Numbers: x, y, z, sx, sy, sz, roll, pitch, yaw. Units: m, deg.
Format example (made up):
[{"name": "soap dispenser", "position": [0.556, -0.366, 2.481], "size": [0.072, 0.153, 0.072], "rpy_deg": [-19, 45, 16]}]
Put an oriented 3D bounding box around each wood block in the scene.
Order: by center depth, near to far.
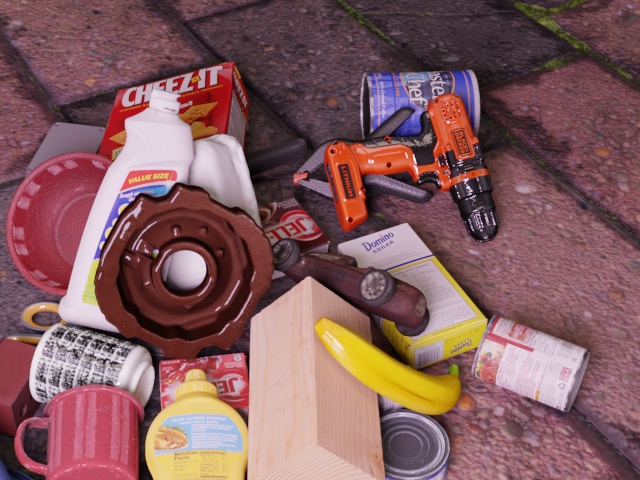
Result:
[{"name": "wood block", "position": [-0.007, 0.148, 1.006], "size": [0.090, 0.090, 0.206], "rpy_deg": [36, 31, -29]}]

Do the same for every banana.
[{"name": "banana", "position": [0.073, 0.127, 1.013], "size": [0.197, 0.037, 0.070], "rpy_deg": [25, 20, -38]}]

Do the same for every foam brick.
[{"name": "foam brick", "position": [-0.304, 0.145, 1.048], "size": [0.051, 0.053, 0.078], "rpy_deg": [11, 43, 10]}]

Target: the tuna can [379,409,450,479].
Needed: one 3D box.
[{"name": "tuna can", "position": [0.080, 0.202, 1.012], "size": [0.086, 0.034, 0.086], "rpy_deg": [1, 41, -1]}]

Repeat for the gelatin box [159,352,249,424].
[{"name": "gelatin box", "position": [-0.115, 0.151, 1.065], "size": [0.089, 0.030, 0.073], "rpy_deg": [-5, 42, -7]}]

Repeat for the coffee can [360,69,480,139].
[{"name": "coffee can", "position": [0.127, -0.168, 1.386], "size": [0.140, 0.103, 0.103], "rpy_deg": [-2, 41, -5]}]

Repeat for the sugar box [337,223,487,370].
[{"name": "sugar box", "position": [0.097, 0.058, 1.170], "size": [0.093, 0.048, 0.176], "rpy_deg": [-17, 42, -18]}]

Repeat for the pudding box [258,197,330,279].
[{"name": "pudding box", "position": [-0.058, 0.001, 1.232], "size": [0.113, 0.039, 0.090], "rpy_deg": [-19, 46, -22]}]

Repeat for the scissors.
[{"name": "scissors", "position": [-0.237, 0.097, 1.133], "size": [0.201, 0.016, 0.096], "rpy_deg": [-4, 42, -8]}]

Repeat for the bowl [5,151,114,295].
[{"name": "bowl", "position": [-0.267, -0.015, 1.196], "size": [0.162, 0.055, 0.162], "rpy_deg": [-2, 79, 11]}]

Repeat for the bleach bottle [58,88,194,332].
[{"name": "bleach bottle", "position": [-0.195, -0.033, 1.103], "size": [0.102, 0.251, 0.068], "rpy_deg": [12, 10, -14]}]

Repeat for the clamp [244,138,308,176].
[{"name": "clamp", "position": [-0.122, -0.084, 1.325], "size": [0.165, 0.036, 0.209], "rpy_deg": [11, 43, 23]}]

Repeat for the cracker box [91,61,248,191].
[{"name": "cracker box", "position": [-0.179, -0.129, 1.308], "size": [0.164, 0.072, 0.213], "rpy_deg": [-12, 35, 8]}]

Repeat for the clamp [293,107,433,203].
[{"name": "clamp", "position": [0.050, -0.102, 1.316], "size": [0.171, 0.039, 0.120], "rpy_deg": [-3, 80, -3]}]

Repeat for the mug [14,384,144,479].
[{"name": "mug", "position": [-0.218, 0.189, 0.968], "size": [0.117, 0.093, 0.081], "rpy_deg": [12, 42, -21]}]

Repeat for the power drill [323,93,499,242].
[{"name": "power drill", "position": [0.108, -0.069, 1.269], "size": [0.187, 0.057, 0.184], "rpy_deg": [-15, 80, -8]}]

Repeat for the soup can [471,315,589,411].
[{"name": "soup can", "position": [0.213, 0.124, 1.081], "size": [0.102, 0.068, 0.068], "rpy_deg": [20, 44, 19]}]

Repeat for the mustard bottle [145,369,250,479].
[{"name": "mustard bottle", "position": [-0.110, 0.201, 0.967], "size": [0.096, 0.058, 0.191], "rpy_deg": [-1, 50, -9]}]
